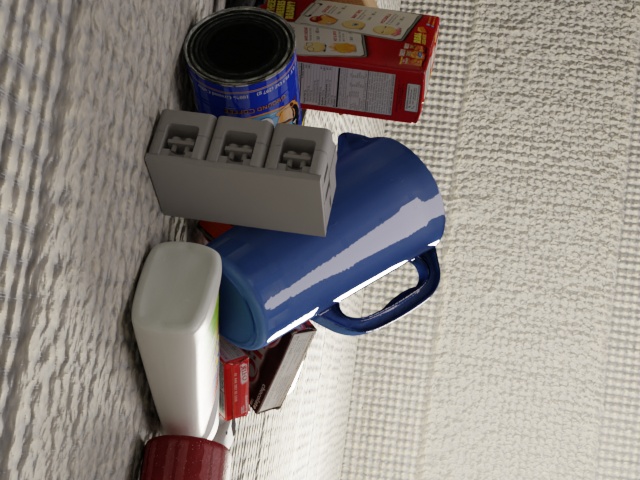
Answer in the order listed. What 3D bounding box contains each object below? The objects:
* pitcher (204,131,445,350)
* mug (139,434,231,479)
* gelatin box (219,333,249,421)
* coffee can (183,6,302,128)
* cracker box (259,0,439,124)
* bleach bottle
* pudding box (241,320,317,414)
[{"bbox_3d":[0.003,0.013,1.037,0.242,0.149,0.145,-32,136,-32],"label":"pitcher"},{"bbox_3d":[-0.129,0.232,0.985,0.117,0.093,0.081,127,-28,-60],"label":"mug"},{"bbox_3d":[-0.103,0.129,1.087,0.089,0.030,0.073,39,-44,47],"label":"gelatin box"},{"bbox_3d":[-0.070,-0.135,1.013,0.140,0.103,0.102,86,13,-53],"label":"coffee can"},{"bbox_3d":[0.016,-0.202,1.177,0.164,0.214,0.072,-71,167,-56],"label":"cracker box"},{"bbox_3d":[-0.124,0.117,0.994,0.251,0.068,0.102,91,8,-51],"label":"bleach bottle"},{"bbox_3d":[-0.058,0.106,1.096,0.039,0.090,0.114,-6,130,-39],"label":"pudding box"}]
